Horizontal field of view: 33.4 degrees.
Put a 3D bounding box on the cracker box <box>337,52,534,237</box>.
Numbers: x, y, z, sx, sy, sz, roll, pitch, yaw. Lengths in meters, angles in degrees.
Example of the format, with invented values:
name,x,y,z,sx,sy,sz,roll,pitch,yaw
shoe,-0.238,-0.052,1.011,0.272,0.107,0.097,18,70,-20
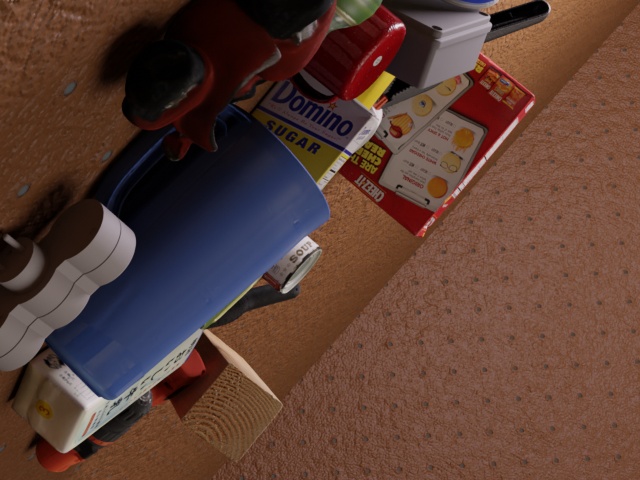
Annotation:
name,x,y,z,sx,sy,sz,roll,pitch,yaw
cracker box,0.124,-0.135,1.270,0.214,0.164,0.072,-50,168,6

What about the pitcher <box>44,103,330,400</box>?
name,x,y,z,sx,sy,sz,roll,pitch,yaw
pitcher,-0.123,0.004,0.860,0.242,0.149,0.145,-44,-176,-13

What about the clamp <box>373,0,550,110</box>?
name,x,y,z,sx,sy,sz,roll,pitch,yaw
clamp,0.135,-0.213,1.132,0.164,0.036,0.210,16,130,-40

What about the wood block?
name,x,y,z,sx,sy,sz,roll,pitch,yaw
wood block,-0.131,0.185,1.334,0.091,0.090,0.206,-50,-162,-4

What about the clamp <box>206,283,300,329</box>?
name,x,y,z,sx,sy,sz,roll,pitch,yaw
clamp,-0.105,0.076,1.292,0.120,0.039,0.171,-11,-170,28

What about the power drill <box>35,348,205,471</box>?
name,x,y,z,sx,sy,sz,roll,pitch,yaw
power drill,-0.211,0.176,1.196,0.185,0.057,0.187,-33,180,34

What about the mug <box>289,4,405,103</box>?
name,x,y,z,sx,sy,sz,roll,pitch,yaw
mug,0.011,-0.163,0.893,0.093,0.081,0.117,-38,166,-48

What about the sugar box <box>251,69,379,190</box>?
name,x,y,z,sx,sy,sz,roll,pitch,yaw
sugar box,-0.037,-0.075,0.991,0.176,0.093,0.048,-51,170,8

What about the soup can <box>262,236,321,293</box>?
name,x,y,z,sx,sy,sz,roll,pitch,yaw
soup can,-0.058,0.001,1.167,0.068,0.102,0.068,-47,170,-11
